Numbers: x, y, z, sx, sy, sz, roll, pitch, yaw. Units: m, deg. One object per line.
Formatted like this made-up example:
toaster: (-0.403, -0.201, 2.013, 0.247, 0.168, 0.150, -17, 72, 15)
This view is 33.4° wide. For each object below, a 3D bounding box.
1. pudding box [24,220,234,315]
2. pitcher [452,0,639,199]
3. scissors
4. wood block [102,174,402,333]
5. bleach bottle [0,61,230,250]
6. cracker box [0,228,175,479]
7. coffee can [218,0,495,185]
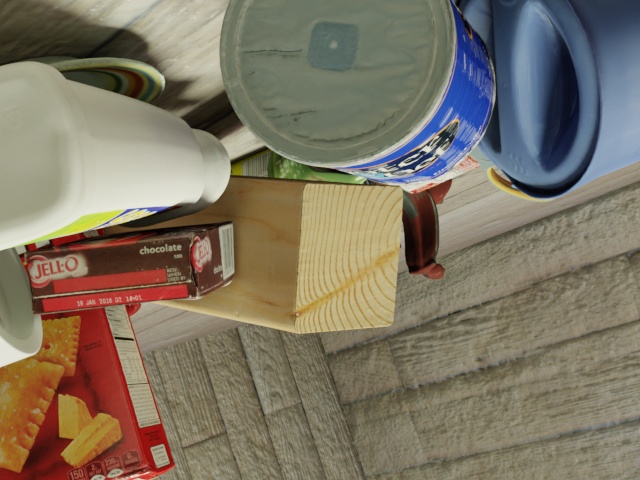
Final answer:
pudding box: (-0.100, 0.013, 0.591, 0.090, 0.039, 0.113, -5, -178, 6)
pitcher: (0.204, -0.126, 0.601, 0.242, 0.145, 0.149, -20, -172, -22)
scissors: (0.122, -0.078, 0.786, 0.201, 0.016, 0.096, 28, 147, -36)
wood block: (-0.055, 0.002, 0.710, 0.207, 0.090, 0.090, 7, -175, 44)
bleach bottle: (-0.102, -0.036, 0.533, 0.103, 0.068, 0.250, -15, 179, 18)
cracker box: (-0.207, 0.074, 0.692, 0.164, 0.214, 0.072, -19, 172, 2)
coffee can: (0.024, -0.081, 0.512, 0.103, 0.103, 0.140, -20, 174, 15)
